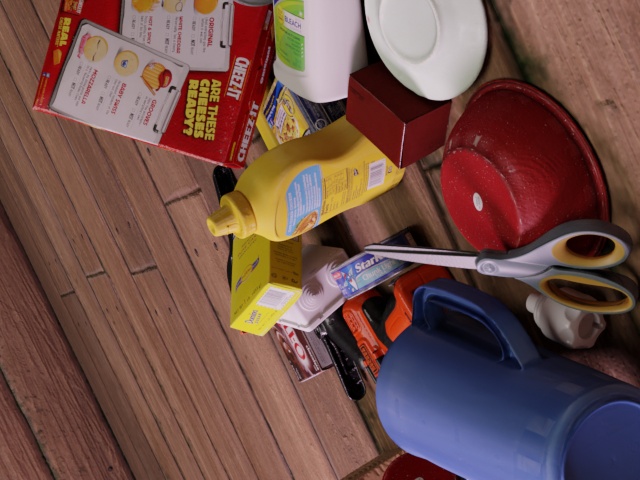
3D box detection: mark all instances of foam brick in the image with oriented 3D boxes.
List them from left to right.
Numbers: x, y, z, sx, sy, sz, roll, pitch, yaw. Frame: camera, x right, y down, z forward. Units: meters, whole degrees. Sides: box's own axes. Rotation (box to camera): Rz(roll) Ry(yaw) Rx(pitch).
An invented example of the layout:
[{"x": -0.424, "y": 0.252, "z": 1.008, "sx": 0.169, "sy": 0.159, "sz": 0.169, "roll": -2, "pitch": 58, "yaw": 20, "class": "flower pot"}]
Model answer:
[{"x": 0.065, "y": -0.109, "z": 0.897, "sx": 0.078, "sy": 0.051, "sz": 0.053, "roll": 47, "pitch": 151, "yaw": 32, "class": "foam brick"}]

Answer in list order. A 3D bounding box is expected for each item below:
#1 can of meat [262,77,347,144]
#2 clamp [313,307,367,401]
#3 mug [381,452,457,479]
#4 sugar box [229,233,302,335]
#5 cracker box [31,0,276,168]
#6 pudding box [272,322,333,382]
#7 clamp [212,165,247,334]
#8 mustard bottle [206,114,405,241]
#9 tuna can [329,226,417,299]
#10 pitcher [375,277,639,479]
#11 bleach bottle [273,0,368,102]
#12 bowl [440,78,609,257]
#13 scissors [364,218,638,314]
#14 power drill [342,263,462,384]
[{"x": -0.010, "y": -0.117, "z": 1.036, "sx": 0.084, "sy": 0.057, "sz": 0.102, "roll": 60, "pitch": 156, "yaw": 12, "class": "can of meat"}, {"x": 0.016, "y": 0.098, "z": 1.227, "sx": 0.171, "sy": 0.039, "sz": 0.120, "roll": 59, "pitch": 155, "yaw": 11, "class": "clamp"}, {"x": 0.118, "y": 0.278, "z": 1.137, "sx": 0.117, "sy": 0.093, "sz": 0.081, "roll": 8, "pitch": 148, "yaw": 12, "class": "mug"}, {"x": -0.058, "y": 0.001, "z": 1.130, "sx": 0.093, "sy": 0.048, "sz": 0.176, "roll": -48, "pitch": 36, "yaw": 43, "class": "sugar box"}, {"x": -0.159, "y": -0.176, "z": 1.050, "sx": 0.214, "sy": 0.072, "sz": 0.164, "roll": 17, "pitch": 94, "yaw": 15, "class": "cracker box"}, {"x": -0.023, "y": 0.113, "z": 1.322, "sx": 0.113, "sy": 0.039, "sz": 0.090, "roll": 61, "pitch": 157, "yaw": 6, "class": "pudding box"}, {"x": -0.085, "y": 0.023, "z": 1.312, "sx": 0.165, "sy": 0.036, "sz": 0.210, "roll": 29, "pitch": 127, "yaw": 57, "class": "clamp"}, {"x": -0.014, "y": -0.050, "z": 0.943, "sx": 0.058, "sy": 0.191, "sz": 0.096, "roll": 48, "pitch": 153, "yaw": 31, "class": "mustard bottle"}, {"x": 0.053, "y": 0.022, "z": 1.013, "sx": 0.034, "sy": 0.086, "sz": 0.086, "roll": 61, "pitch": 157, "yaw": 1, "class": "tuna can"}, {"x": 0.150, "y": 0.129, "z": 0.835, "sx": 0.149, "sy": 0.145, "sz": 0.243, "roll": 29, "pitch": 174, "yaw": -23, "class": "pitcher"}, {"x": -0.009, "y": -0.248, "z": 0.889, "sx": 0.103, "sy": 0.068, "sz": 0.251, "roll": -136, "pitch": 34, "yaw": -54, "class": "bleach bottle"}, {"x": 0.141, "y": -0.038, "z": 0.810, "sx": 0.162, "sy": 0.055, "sz": 0.162, "roll": 46, "pitch": 151, "yaw": 35, "class": "bowl"}, {"x": 0.134, "y": 0.005, "z": 0.770, "sx": 0.202, "sy": 0.016, "sz": 0.096, "roll": 17, "pitch": 139, "yaw": 6, "class": "scissors"}, {"x": 0.098, "y": 0.113, "z": 1.051, "sx": 0.184, "sy": 0.057, "sz": 0.188, "roll": 59, "pitch": 156, "yaw": 11, "class": "power drill"}]
